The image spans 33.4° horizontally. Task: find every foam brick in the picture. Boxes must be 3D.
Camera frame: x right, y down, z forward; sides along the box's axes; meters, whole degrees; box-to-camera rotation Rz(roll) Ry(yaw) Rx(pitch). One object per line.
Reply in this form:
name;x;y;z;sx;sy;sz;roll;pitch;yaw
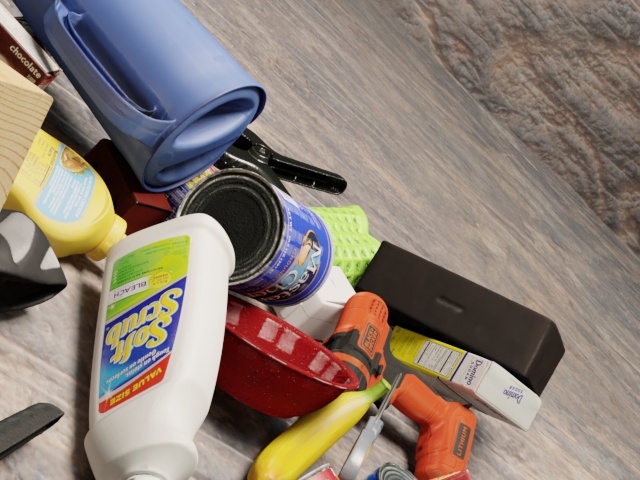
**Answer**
foam brick;-0.177;-0.042;0.942;0.051;0.053;0.078;16;37;-57

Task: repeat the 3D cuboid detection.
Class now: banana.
banana;-0.013;0.165;0.877;0.037;0.070;0.197;45;34;10

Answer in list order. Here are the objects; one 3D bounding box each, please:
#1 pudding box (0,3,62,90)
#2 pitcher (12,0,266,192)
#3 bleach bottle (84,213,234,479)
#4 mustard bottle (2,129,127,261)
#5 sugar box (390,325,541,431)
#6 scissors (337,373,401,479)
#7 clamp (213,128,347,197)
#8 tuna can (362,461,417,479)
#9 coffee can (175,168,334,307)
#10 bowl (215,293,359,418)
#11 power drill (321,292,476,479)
pudding box;-0.280;-0.147;0.861;0.113;0.090;0.039;46;19;-8
pitcher;-0.173;-0.170;0.923;0.243;0.144;0.149;50;-23;12
bleach bottle;-0.111;0.088;0.753;0.251;0.102;0.068;-97;166;-51
mustard bottle;-0.222;-0.042;0.832;0.191;0.058;0.096;39;33;-26
sugar box;0.152;0.149;1.173;0.093;0.048;0.176;38;-14;-31
scissors;0.036;0.183;0.929;0.016;0.096;0.201;27;13;7
clamp;-0.072;-0.082;1.210;0.210;0.036;0.164;31;27;-5
tuna can;0.071;0.245;0.962;0.086;0.034;0.086;42;20;-20
coffee can;-0.056;0.001;0.964;0.103;0.103;0.140;56;9;19
bowl;-0.050;0.102;0.895;0.162;0.055;0.162;30;5;-3
power drill;0.069;0.165;1.038;0.187;0.057;0.184;48;40;-20
